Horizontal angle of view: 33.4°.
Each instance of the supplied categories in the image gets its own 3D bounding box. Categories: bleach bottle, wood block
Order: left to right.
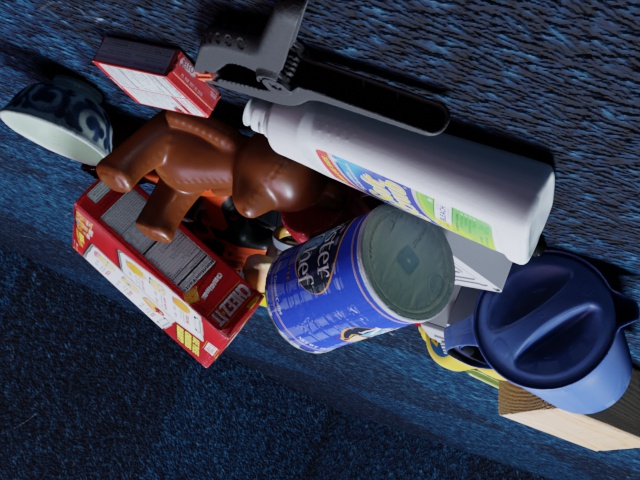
[{"bbox_3d":[0.056,-0.062,0.849,0.251,0.068,0.102,21,168,17],"label":"bleach bottle"},{"bbox_3d":[0.312,0.187,1.293,0.090,0.091,0.205,-17,149,42],"label":"wood block"}]

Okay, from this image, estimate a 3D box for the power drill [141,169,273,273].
[{"bbox_3d":[-0.134,-0.034,1.189,0.185,0.057,0.187,7,149,23],"label":"power drill"}]

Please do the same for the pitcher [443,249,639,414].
[{"bbox_3d":[0.237,0.107,1.084,0.149,0.145,0.242,36,179,28],"label":"pitcher"}]

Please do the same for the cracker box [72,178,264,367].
[{"bbox_3d":[-0.172,0.032,1.169,0.213,0.072,0.164,41,159,1],"label":"cracker box"}]

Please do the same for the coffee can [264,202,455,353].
[{"bbox_3d":[0.032,0.035,0.926,0.102,0.102,0.141,29,149,-27],"label":"coffee can"}]

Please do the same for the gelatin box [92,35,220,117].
[{"bbox_3d":[-0.141,-0.142,0.927,0.089,0.030,0.073,15,164,31],"label":"gelatin box"}]

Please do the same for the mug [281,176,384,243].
[{"bbox_3d":[0.025,-0.024,1.031,0.117,0.093,0.081,-19,143,24],"label":"mug"}]

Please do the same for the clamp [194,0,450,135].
[{"bbox_3d":[-0.016,-0.122,0.772,0.164,0.036,0.210,31,167,-33],"label":"clamp"}]
